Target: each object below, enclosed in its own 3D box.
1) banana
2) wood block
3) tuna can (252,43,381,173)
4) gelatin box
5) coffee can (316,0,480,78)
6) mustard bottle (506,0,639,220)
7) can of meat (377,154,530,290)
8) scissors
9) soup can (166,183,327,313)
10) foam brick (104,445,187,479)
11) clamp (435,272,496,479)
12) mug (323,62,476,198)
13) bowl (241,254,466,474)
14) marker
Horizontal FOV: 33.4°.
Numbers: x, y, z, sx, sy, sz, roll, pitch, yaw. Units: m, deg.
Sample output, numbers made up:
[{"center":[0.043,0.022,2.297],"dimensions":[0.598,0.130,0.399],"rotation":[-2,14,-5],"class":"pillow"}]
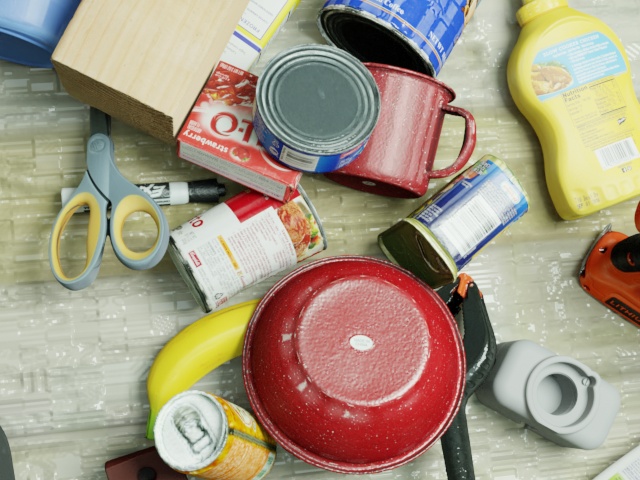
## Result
[{"center":[-0.048,0.077,0.789],"dimensions":[0.197,0.037,0.069],"rotation":[-22,107,-9],"class":"banana"},{"center":[-0.096,-0.183,0.744],"dimensions":[0.090,0.091,0.206],"rotation":[26,81,-2],"class":"wood block"},{"center":[-0.004,-0.090,0.732],"dimensions":[0.086,0.034,0.086],"rotation":[4,67,-9],"class":"tuna can"},{"center":[-0.047,-0.077,0.755],"dimensions":[0.089,0.030,0.073],"rotation":[23,65,3],"class":"gelatin box"},{"center":[0.075,-0.200,0.812],"dimensions":[0.103,0.103,0.140],"rotation":[31,79,-4],"class":"coffee can"},{"center":[0.201,-0.119,0.842],"dimensions":[0.096,0.058,0.191],"rotation":[-20,86,-10],"class":"mustard bottle"},{"center":[0.099,-0.012,0.790],"dimensions":[0.084,0.102,0.057],"rotation":[-39,90,-14],"class":"can of meat"},{"center":[-0.143,-0.058,0.773],"dimensions":[0.096,0.016,0.201],"rotation":[6,70,14],"class":"scissors"},{"center":[-0.055,0.001,0.781],"dimensions":[0.102,0.068,0.068],"rotation":[-29,87,-11],"class":"soup can"},{"center":[-0.116,0.186,0.753],"dimensions":[0.053,0.051,0.078],"rotation":[-19,85,-12],"class":"foam brick"},{"center":[0.088,0.109,0.782],"dimensions":[0.120,0.039,0.171],"rotation":[26,78,25],"class":"clamp"},{"center":[0.059,-0.077,0.794],"dimensions":[0.117,0.093,0.081],"rotation":[11,84,22],"class":"mug"},{"center":[0.026,0.076,0.736],"dimensions":[0.162,0.055,0.162],"rotation":[2,68,-4],"class":"bowl"},{"center":[-0.131,-0.034,0.798],"dimensions":[0.121,0.020,0.020],"rotation":[-5,83,-9],"class":"marker"}]
